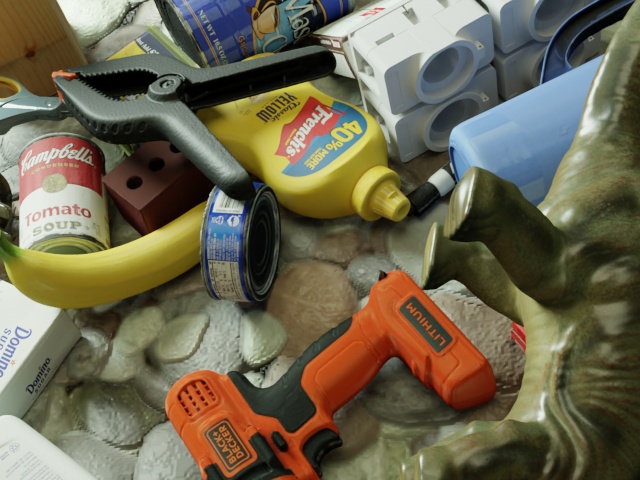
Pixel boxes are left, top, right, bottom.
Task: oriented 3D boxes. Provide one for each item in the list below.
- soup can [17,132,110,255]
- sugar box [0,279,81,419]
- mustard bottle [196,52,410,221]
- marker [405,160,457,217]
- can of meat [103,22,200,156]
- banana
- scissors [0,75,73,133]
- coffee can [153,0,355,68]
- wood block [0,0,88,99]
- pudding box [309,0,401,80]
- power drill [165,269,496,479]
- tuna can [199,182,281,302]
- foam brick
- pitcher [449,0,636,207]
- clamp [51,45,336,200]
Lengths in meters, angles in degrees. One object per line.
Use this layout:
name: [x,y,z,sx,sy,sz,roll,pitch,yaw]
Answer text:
soup can: [-0.197,-0.022,0.818,0.068,0.068,0.102,-14,54,3]
sugar box: [-0.274,0.065,0.789,0.176,0.048,0.093,23,64,22]
mustard bottle: [-0.007,-0.069,0.810,0.096,0.058,0.192,-40,56,-21]
marker: [0.108,-0.057,0.798,0.121,0.020,0.020,-39,56,-14]
can of meat: [-0.143,-0.119,0.880,0.084,0.057,0.102,-38,55,-11]
banana: [-0.140,0.011,0.769,0.197,0.070,0.037,-13,44,-33]
scissors: [-0.226,-0.094,0.837,0.202,0.016,0.096,16,48,28]
coffee can: [-0.056,-0.202,0.888,0.140,0.103,0.103,-31,54,-9]
wood block: [-0.278,-0.214,0.886,0.090,0.206,0.090,-26,54,-6]
pudding box: [0.056,-0.172,0.856,0.113,0.039,0.090,-28,18,-9]
power drill: [0.016,0.118,0.672,0.187,0.057,0.185,-33,58,-11]
tuna can: [-0.055,0.001,0.755,0.034,0.086,0.086,4,56,14]
foam brick: [-0.118,-0.043,0.823,0.078,0.051,0.053,-43,56,-17]
pitcher: [0.212,-0.081,0.723,0.243,0.145,0.149,-23,24,1]
clamp: [-0.107,-0.094,0.781,0.210,0.036,0.164,6,44,15]
